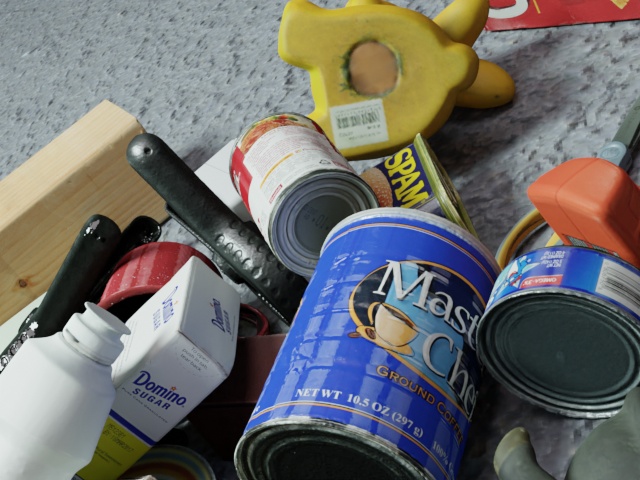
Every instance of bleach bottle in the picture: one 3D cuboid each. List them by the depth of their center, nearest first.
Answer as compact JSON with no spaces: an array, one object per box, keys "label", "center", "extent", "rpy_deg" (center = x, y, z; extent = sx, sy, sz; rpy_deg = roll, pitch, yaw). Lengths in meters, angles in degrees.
[{"label":"bleach bottle","center":[-0.183,0.138,0.548],"extent":[0.251,0.068,0.103],"rpy_deg":[-55,33,1]}]

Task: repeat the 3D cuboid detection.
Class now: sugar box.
[{"label":"sugar box","center":[-0.120,0.096,0.613],"extent":[0.176,0.048,0.093],"rpy_deg":[-41,19,17]}]

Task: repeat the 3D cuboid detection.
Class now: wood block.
[{"label":"wood block","center":[-0.223,-0.015,0.900],"extent":[0.206,0.090,0.090],"rpy_deg":[-40,31,-11]}]

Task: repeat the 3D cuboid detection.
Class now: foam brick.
[{"label":"foam brick","center":[-0.029,0.090,0.607],"extent":[0.078,0.051,0.053],"rpy_deg":[-8,38,36]}]

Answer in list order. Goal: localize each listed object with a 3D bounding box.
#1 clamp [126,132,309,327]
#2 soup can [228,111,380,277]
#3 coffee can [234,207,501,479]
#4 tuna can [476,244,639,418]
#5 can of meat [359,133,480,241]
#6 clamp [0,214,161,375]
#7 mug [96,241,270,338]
[{"label":"clamp","center":[-0.054,0.001,0.665],"extent":[0.172,0.120,0.039],"rpy_deg":[39,87,23]},{"label":"soup can","center":[-0.011,-0.029,0.634],"extent":[0.068,0.068,0.102],"rpy_deg":[-34,30,0]},{"label":"coffee can","center":[0.029,0.067,0.533],"extent":[0.103,0.102,0.140],"rpy_deg":[-11,38,33]},{"label":"tuna can","center":[0.119,0.043,0.498],"extent":[0.086,0.086,0.033],"rpy_deg":[-9,37,35]},{"label":"can of meat","center":[0.047,-0.009,0.669],"extent":[0.084,0.057,0.102],"rpy_deg":[-31,30,11]},{"label":"clamp","center":[-0.189,0.061,0.749],"extent":[0.210,0.036,0.164],"rpy_deg":[-53,-2,-5]},{"label":"mug","center":[-0.091,0.053,0.692],"extent":[0.117,0.093,0.081],"rpy_deg":[3,25,-3]}]
